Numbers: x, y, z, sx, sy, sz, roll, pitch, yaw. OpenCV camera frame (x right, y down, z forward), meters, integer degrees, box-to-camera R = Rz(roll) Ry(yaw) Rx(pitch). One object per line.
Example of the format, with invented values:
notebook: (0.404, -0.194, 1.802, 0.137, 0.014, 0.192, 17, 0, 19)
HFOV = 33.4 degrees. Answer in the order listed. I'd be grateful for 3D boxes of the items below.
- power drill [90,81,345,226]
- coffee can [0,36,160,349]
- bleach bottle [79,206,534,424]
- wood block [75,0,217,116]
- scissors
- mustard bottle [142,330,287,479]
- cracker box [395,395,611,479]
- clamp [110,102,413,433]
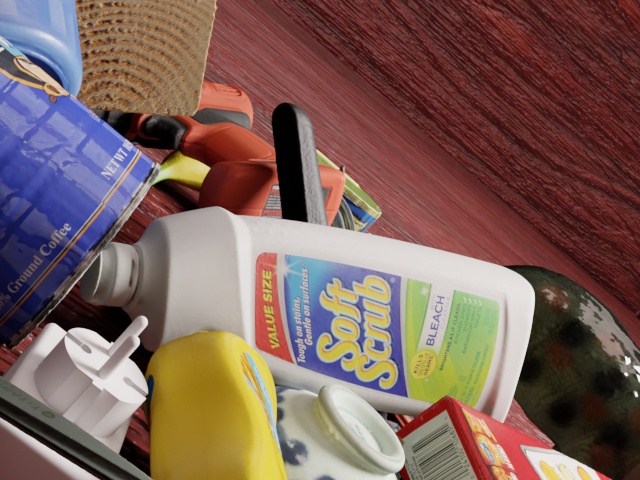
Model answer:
power drill: (-0.088, -0.064, 0.705, 0.184, 0.057, 0.188, -1, 31, -41)
coffee can: (-0.153, -0.037, 0.445, 0.140, 0.103, 0.103, 40, 13, -13)
bleach bottle: (-0.005, 0.043, 0.570, 0.250, 0.102, 0.068, 10, 8, -30)
wood block: (-0.139, -0.165, 0.709, 0.090, 0.091, 0.206, 3, 27, -22)
scissors: (-0.141, 0.032, 0.332, 0.202, 0.016, 0.096, 30, 13, 35)
mustard bottle: (-0.039, 0.091, 0.418, 0.192, 0.058, 0.096, -111, -172, -62)
cracker box: (0.131, 0.195, 0.589, 0.213, 0.072, 0.164, 32, 26, -44)
clamp: (-0.017, 0.049, 0.622, 0.036, 0.164, 0.210, 1, -51, 54)
